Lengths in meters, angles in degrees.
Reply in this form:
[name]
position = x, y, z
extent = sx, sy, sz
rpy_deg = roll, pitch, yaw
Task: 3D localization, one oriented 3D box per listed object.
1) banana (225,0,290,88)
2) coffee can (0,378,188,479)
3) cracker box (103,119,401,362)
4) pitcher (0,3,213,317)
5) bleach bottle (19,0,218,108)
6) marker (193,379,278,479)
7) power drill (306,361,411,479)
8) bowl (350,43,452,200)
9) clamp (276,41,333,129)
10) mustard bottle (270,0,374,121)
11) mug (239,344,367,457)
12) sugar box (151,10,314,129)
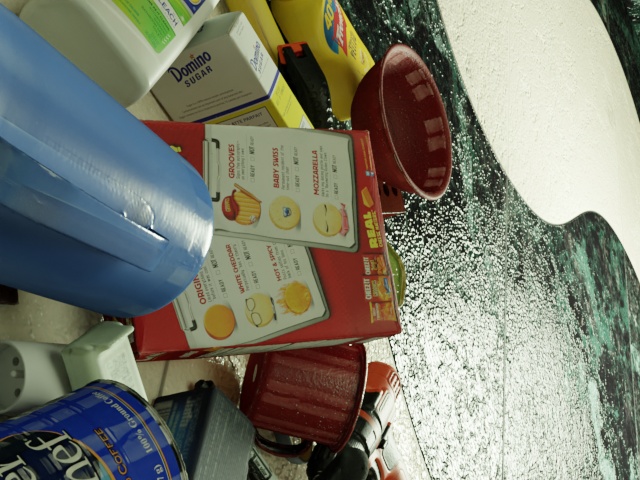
[banana]
position = -0.059, -0.200, 1.011
extent = 0.069, 0.037, 0.197
rpy_deg = -109, 174, -63
[coffee can]
position = -0.153, 0.143, 0.551
extent = 0.140, 0.103, 0.103
rpy_deg = -22, 97, -47
[cracker box]
position = -0.055, 0.001, 0.785
extent = 0.213, 0.072, 0.164
rpy_deg = -2, 76, -31
[pitcher]
position = -0.148, -0.032, 0.552
extent = 0.242, 0.145, 0.149
rpy_deg = 36, 38, -61
[bleach bottle]
position = -0.124, -0.206, 0.817
extent = 0.102, 0.068, 0.250
rpy_deg = 50, 41, -24
[marker]
position = -0.066, 0.156, 0.840
extent = 0.121, 0.020, 0.020
rpy_deg = 61, 31, -27
[power drill]
position = 0.050, 0.226, 0.965
extent = 0.184, 0.057, 0.187
rpy_deg = -48, 126, -59
[bowl]
position = 0.076, -0.114, 1.081
extent = 0.161, 0.055, 0.162
rpy_deg = 29, 55, -53
[clamp]
position = -0.004, -0.096, 0.971
extent = 0.039, 0.120, 0.171
rpy_deg = -17, 102, -28
[mustard bottle]
position = -0.002, -0.213, 1.075
extent = 0.191, 0.058, 0.096
rpy_deg = 52, 34, -48
[mug]
position = -0.020, 0.126, 0.861
extent = 0.081, 0.117, 0.093
rpy_deg = 16, 28, -11
[sugar box]
position = -0.064, -0.098, 0.884
extent = 0.176, 0.093, 0.048
rpy_deg = 59, 31, -31
